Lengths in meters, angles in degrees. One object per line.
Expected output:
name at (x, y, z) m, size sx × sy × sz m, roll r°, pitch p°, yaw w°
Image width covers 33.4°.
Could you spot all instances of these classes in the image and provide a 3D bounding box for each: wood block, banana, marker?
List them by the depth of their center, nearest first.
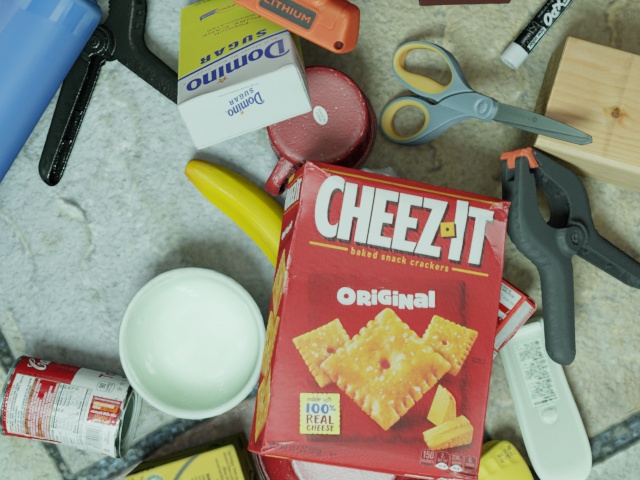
wood block at (0.276, -0.084, 0.843) m, size 0.206 × 0.090 × 0.091 m, roll 17°, pitch 88°, yaw 4°
banana at (-0.041, 0.003, 0.871) m, size 0.037 × 0.069 × 0.198 m, roll -53°, pitch 58°, yaw 33°
marker at (0.195, -0.194, 0.887) m, size 0.020 × 0.020 × 0.121 m, roll 40°, pitch 92°, yaw 3°

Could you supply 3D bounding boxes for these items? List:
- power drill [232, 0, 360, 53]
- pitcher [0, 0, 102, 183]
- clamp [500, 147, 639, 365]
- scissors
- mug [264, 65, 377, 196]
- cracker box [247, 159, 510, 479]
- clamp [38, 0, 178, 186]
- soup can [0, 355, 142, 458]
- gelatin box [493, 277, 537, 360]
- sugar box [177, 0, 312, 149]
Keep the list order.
power drill at (0.026, -0.234, 0.760) m, size 0.184 × 0.057 × 0.188 m, roll 27°, pitch 115°, yaw 6°
pitcher at (-0.291, -0.123, 0.852) m, size 0.149 × 0.145 × 0.243 m, roll 33°, pitch 98°, yaw -26°
clamp at (0.199, -0.001, 0.844) m, size 0.120 × 0.039 × 0.171 m, roll -29°, pitch 103°, yaw -34°
scissors at (0.116, -0.090, 0.842) m, size 0.202 × 0.016 × 0.096 m, roll 45°, pitch 112°, yaw 38°
mug at (-0.008, -0.087, 0.868) m, size 0.093 × 0.081 × 0.117 m, roll 38°, pitch 91°, yaw 3°
cracker box at (0.045, 0.062, 0.790) m, size 0.164 × 0.072 × 0.213 m, roll 11°, pitch 80°, yaw -11°
clamp at (-0.174, -0.162, 0.900) m, size 0.164 × 0.036 × 0.210 m, roll -10°, pitch 86°, yaw 10°
soup can at (-0.206, 0.138, 0.884) m, size 0.102 × 0.068 × 0.068 m, roll 11°, pitch 90°, yaw 3°
gelatin box at (0.120, 0.064, 0.867) m, size 0.089 × 0.030 × 0.073 m, roll -52°, pitch 52°, yaw 1°
sugar box at (-0.062, -0.144, 0.831) m, size 0.093 × 0.176 × 0.048 m, roll -19°, pitch 122°, yaw 6°
